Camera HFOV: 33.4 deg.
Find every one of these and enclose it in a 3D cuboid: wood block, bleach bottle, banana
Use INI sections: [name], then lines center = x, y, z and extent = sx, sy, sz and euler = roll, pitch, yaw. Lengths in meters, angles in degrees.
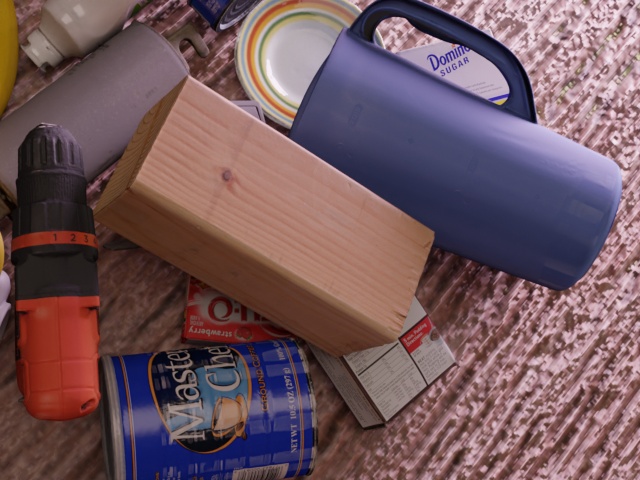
[wood block]
center = -0.037, -0.011, 0.732
extent = 0.206, 0.090, 0.090
euler = 32, 64, -19
[bleach bottle]
center = -0.129, -0.222, 0.822
extent = 0.251, 0.102, 0.068
euler = -41, 94, 0
[banana]
center = -0.268, -0.153, 0.824
extent = 0.069, 0.037, 0.198
euler = 7, 73, -13

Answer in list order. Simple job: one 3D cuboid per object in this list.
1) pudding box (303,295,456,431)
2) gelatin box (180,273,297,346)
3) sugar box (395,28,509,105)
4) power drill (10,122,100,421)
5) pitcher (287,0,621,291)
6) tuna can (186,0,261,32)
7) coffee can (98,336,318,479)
[pudding box]
center = 0.042, 0.076, 0.827
extent = 0.089, 0.039, 0.113
euler = -35, 92, -30
[gelatin box]
center = -0.060, 0.047, 0.827
extent = 0.089, 0.030, 0.073
euler = 8, 74, -12
[sugar box]
center = 0.129, -0.084, 0.905
extent = 0.093, 0.048, 0.176
euler = -16, 77, -15
[power drill]
center = -0.180, 0.033, 0.716
extent = 0.057, 0.188, 0.184
euler = -1, 77, -14
[pitcher]
center = 0.100, -0.064, 0.805
extent = 0.243, 0.149, 0.145
euler = 23, 54, -1
[tuna can]
center = -0.066, -0.210, 0.866
extent = 0.034, 0.086, 0.086
euler = 46, 69, -1
[coffee can]
center = -0.083, 0.126, 0.761
extent = 0.140, 0.103, 0.103
euler = -5, 76, -16
